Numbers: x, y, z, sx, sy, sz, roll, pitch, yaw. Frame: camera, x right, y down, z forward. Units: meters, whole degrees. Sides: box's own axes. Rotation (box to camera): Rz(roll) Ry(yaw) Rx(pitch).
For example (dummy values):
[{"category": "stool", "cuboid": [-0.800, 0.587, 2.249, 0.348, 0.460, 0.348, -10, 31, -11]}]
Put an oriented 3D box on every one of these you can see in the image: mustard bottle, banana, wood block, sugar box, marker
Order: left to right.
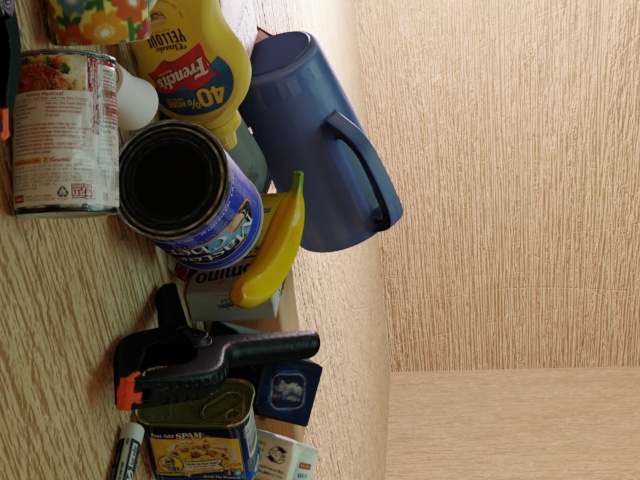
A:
[{"category": "marker", "cuboid": [-0.158, 0.198, 0.837, 0.121, 0.020, 0.020, -85, 169, -45]}, {"category": "mustard bottle", "cuboid": [-0.111, -0.155, 0.901, 0.058, 0.096, 0.191, -78, 154, -46]}, {"category": "sugar box", "cuboid": [-0.085, 0.014, 1.163, 0.176, 0.093, 0.048, -82, 166, -54]}, {"category": "wood block", "cuboid": [-0.072, 0.136, 1.230, 0.090, 0.091, 0.206, -74, 161, -63]}, {"category": "banana", "cuboid": [-0.052, 0.013, 1.069, 0.197, 0.037, 0.069, -69, 151, -46]}]

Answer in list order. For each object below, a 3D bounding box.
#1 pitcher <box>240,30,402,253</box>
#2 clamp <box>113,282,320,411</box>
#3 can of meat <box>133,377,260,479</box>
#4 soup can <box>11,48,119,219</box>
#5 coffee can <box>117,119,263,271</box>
[{"category": "pitcher", "cuboid": [-0.003, -0.112, 1.227, 0.145, 0.149, 0.242, -87, 156, -53]}, {"category": "clamp", "cuboid": [-0.099, 0.094, 0.895, 0.209, 0.165, 0.036, -44, 146, -67]}, {"category": "can of meat", "cuboid": [-0.105, 0.170, 0.939, 0.057, 0.102, 0.084, -80, 167, -53]}, {"category": "soup can", "cuboid": [-0.165, -0.067, 0.690, 0.068, 0.068, 0.102, 11, 77, -82]}, {"category": "coffee can", "cuboid": [-0.113, -0.036, 0.934, 0.140, 0.103, 0.103, 55, 34, -75]}]
